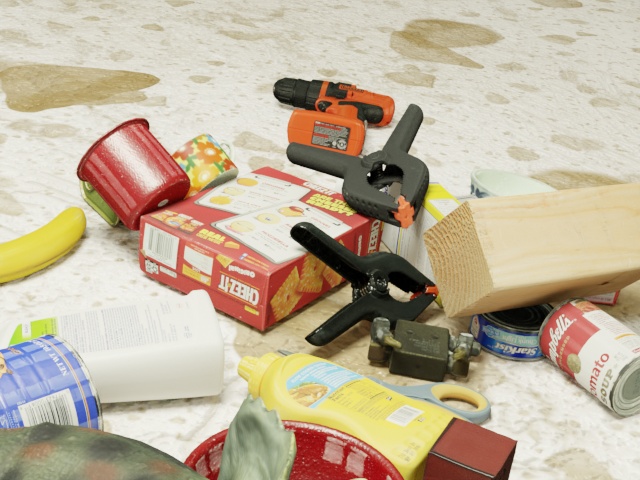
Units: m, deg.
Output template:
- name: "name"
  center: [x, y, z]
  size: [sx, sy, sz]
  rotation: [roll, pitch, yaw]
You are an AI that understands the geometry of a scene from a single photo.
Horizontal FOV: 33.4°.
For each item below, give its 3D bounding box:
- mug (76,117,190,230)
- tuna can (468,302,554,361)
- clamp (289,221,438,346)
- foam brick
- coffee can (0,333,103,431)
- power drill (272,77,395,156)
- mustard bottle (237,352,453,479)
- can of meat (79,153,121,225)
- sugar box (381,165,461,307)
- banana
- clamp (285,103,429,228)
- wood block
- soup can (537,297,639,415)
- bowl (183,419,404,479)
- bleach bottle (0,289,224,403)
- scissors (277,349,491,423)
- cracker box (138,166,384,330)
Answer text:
- name: "mug"
  center: [-0.191, -0.058, 1.096]
  size: [0.093, 0.117, 0.081]
  rotation: [-34, 76, -36]
- name: "tuna can"
  center: [0.191, 0.082, 1.049]
  size: [0.086, 0.034, 0.086]
  rotation: [6, 26, -3]
- name: "clamp"
  center: [0.044, 0.055, 1.024]
  size: [0.171, 0.120, 0.039]
  rotation: [15, -24, -30]
- name: "foam brick"
  center: [0.105, 0.180, 0.777]
  size: [0.051, 0.078, 0.052]
  rotation: [19, 30, 21]
- name: "coffee can"
  center: [-0.240, 0.134, 0.750]
  size: [0.140, 0.103, 0.103]
  rotation: [-17, 35, -41]
- name: "power drill"
  center: [0.007, -0.182, 1.514]
  size: [0.184, 0.057, 0.187]
  rotation: [11, 26, 7]
- name: "mustard bottle"
  center: [0.012, 0.137, 0.859]
  size: [0.192, 0.058, 0.096]
  rotation: [23, 26, 28]
- name: "can of meat"
  center: [-0.214, -0.063, 1.213]
  size: [0.083, 0.057, 0.102]
  rotation: [-9, 31, -35]
- name: "sugar box"
  center: [0.116, -0.011, 1.152]
  size: [0.048, 0.093, 0.176]
  rotation: [-1, 28, -19]
- name: "banana"
  center: [-0.294, 0.004, 1.077]
  size: [0.070, 0.037, 0.197]
  rotation: [22, 29, 27]
- name: "clamp"
  center: [0.051, -0.076, 1.154]
  size: [0.164, 0.036, 0.210]
  rotation: [-15, 35, 1]
- name: "wood block"
  center: [0.216, 0.009, 1.027]
  size: [0.205, 0.091, 0.090]
  rotation: [-6, 71, -26]
- name: "soup can"
  center: [0.258, 0.106, 0.980]
  size: [0.068, 0.068, 0.102]
  rotation: [-8, 30, -29]
- name: "bowl"
  center: [-0.020, 0.193, 0.741]
  size: [0.162, 0.055, 0.162]
  rotation: [6, 26, -3]
- name: "bleach bottle"
  center: [-0.211, 0.094, 0.888]
  size: [0.250, 0.068, 0.103]
  rotation: [-3, 27, -15]
- name: "scissors"
  center: [0.064, 0.128, 0.944]
  size: [0.202, 0.016, 0.096]
  rotation: [28, 31, 36]
- name: "cracker box"
  center: [-0.057, 0.001, 1.107]
  size: [0.164, 0.072, 0.213]
  rotation: [22, 29, 28]
